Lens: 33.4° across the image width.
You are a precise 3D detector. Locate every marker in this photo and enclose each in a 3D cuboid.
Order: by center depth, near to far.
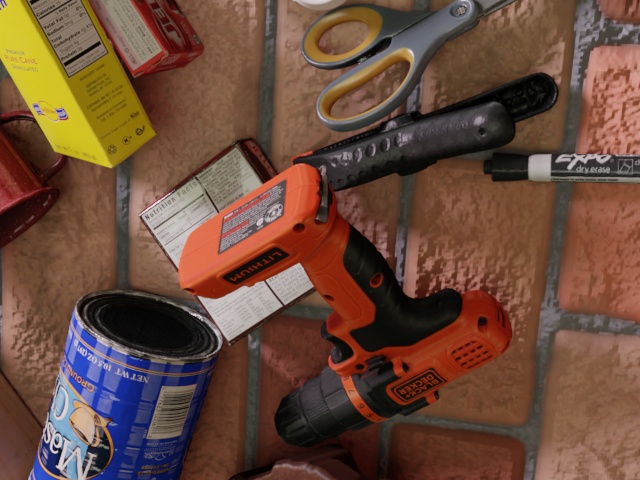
[{"bbox_3d":[0.163,-0.045,0.669,0.121,0.020,0.020,2,103,13],"label":"marker"}]

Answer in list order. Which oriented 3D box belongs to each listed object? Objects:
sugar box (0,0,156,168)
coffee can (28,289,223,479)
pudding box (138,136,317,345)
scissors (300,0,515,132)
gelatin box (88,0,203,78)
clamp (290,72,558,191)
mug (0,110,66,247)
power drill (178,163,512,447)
[{"bbox_3d":[-0.175,-0.133,0.662,0.093,0.048,0.176,16,140,52],"label":"sugar box"},{"bbox_3d":[-0.135,0.118,0.736,0.103,0.102,0.140,21,107,8],"label":"coffee can"},{"bbox_3d":[-0.055,0.001,0.723,0.090,0.039,0.113,-33,92,19],"label":"pudding box"},{"bbox_3d":[0.071,-0.146,0.663,0.202,0.016,0.096,-40,59,-1],"label":"scissors"},{"bbox_3d":[-0.118,-0.150,0.682,0.030,0.073,0.089,-32,94,17],"label":"gelatin box"},{"bbox_3d":[0.056,-0.059,0.643,0.172,0.120,0.039,-20,93,21],"label":"clamp"},{"bbox_3d":[-0.232,-0.046,0.734,0.117,0.093,0.081,-37,88,-12],"label":"mug"},{"bbox_3d":[0.000,0.050,0.676,0.185,0.057,0.187,-32,125,24],"label":"power drill"}]
